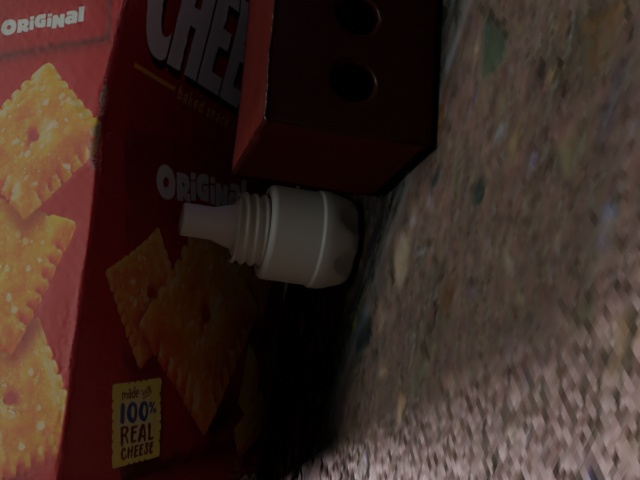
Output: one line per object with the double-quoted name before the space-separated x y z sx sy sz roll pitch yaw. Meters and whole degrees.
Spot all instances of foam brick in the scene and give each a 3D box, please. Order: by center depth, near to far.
"foam brick" 0.005 -0.060 0.337 0.051 0.053 0.078 133 142 -68

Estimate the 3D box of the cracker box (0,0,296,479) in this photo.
"cracker box" -0.069 -0.004 0.424 0.164 0.072 0.213 25 -109 -67
